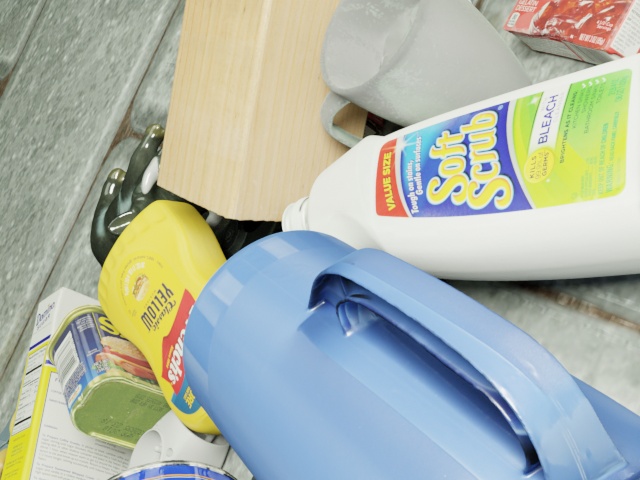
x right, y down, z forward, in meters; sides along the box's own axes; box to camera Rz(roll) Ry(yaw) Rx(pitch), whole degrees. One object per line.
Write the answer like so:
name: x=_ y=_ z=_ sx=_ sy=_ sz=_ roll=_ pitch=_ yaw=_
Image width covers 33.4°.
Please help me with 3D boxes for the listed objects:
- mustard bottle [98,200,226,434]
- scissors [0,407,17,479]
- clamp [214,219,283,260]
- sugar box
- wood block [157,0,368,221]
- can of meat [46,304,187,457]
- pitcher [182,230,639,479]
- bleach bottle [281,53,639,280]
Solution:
mustard bottle: x=-0.071 y=0.067 z=0.688 sx=0.192 sy=0.058 sz=0.096 roll=49 pitch=114 yaw=32
scissors: x=-0.303 y=0.182 z=1.015 sx=0.202 sy=0.016 sz=0.096 roll=16 pitch=83 yaw=56
clamp: x=-0.055 y=0.001 z=0.764 sx=0.172 sy=0.039 sz=0.120 roll=-52 pitch=37 yaw=20
sugar box: x=-0.179 y=0.132 z=0.800 sx=0.048 sy=0.093 sz=0.176 roll=-32 pitch=44 yaw=41
wood block: x=-0.024 y=-0.121 z=0.635 sx=0.090 sy=0.090 sz=0.206 roll=24 pitch=108 yaw=49
can of meat: x=-0.134 y=0.100 z=0.749 sx=0.057 sy=0.102 sz=0.084 roll=-55 pitch=35 yaw=14
pitcher: x=0.037 y=0.078 z=0.439 sx=0.243 sy=0.144 sz=0.149 roll=36 pitch=106 yaw=49
bleach bottle: x=0.076 y=-0.019 z=0.528 sx=0.251 sy=0.068 sz=0.102 roll=-12 pitch=55 yaw=43
